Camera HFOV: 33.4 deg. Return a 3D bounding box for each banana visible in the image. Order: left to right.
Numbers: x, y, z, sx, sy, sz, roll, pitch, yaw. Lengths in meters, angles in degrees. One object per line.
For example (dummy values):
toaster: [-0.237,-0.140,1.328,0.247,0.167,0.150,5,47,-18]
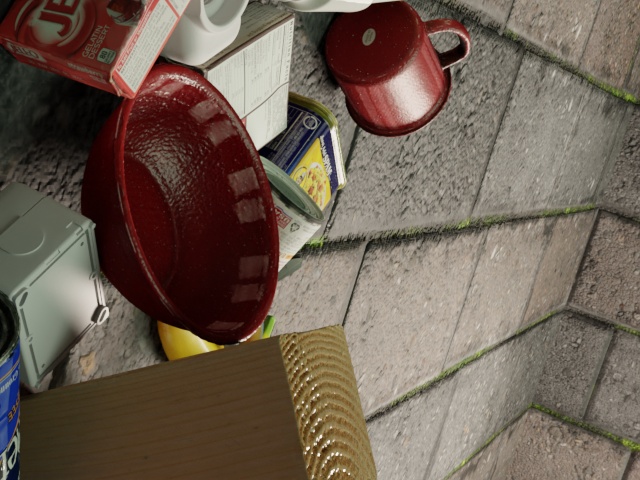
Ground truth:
banana: [-0.083,0.083,0.821,0.197,0.037,0.069,29,59,-71]

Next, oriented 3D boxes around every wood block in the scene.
wood block: [-0.086,0.113,0.577,0.090,0.206,0.091,1,74,-68]

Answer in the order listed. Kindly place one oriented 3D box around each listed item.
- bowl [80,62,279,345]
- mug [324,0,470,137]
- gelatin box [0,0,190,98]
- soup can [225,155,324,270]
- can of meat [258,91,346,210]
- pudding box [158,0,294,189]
bowl: [-0.086,-0.015,0.608,0.162,0.055,0.162,40,42,-51]
mug: [0.064,-0.146,0.862,0.081,0.117,0.093,49,27,-60]
gelatin box: [-0.106,-0.120,0.523,0.089,0.073,0.030,-63,157,-14]
soup can: [-0.055,0.001,0.714,0.102,0.068,0.068,-47,161,11]
can of meat: [-0.028,-0.046,0.801,0.083,0.057,0.102,-56,155,-27]
pudding box: [-0.061,-0.097,0.702,0.113,0.039,0.090,-46,148,-49]
